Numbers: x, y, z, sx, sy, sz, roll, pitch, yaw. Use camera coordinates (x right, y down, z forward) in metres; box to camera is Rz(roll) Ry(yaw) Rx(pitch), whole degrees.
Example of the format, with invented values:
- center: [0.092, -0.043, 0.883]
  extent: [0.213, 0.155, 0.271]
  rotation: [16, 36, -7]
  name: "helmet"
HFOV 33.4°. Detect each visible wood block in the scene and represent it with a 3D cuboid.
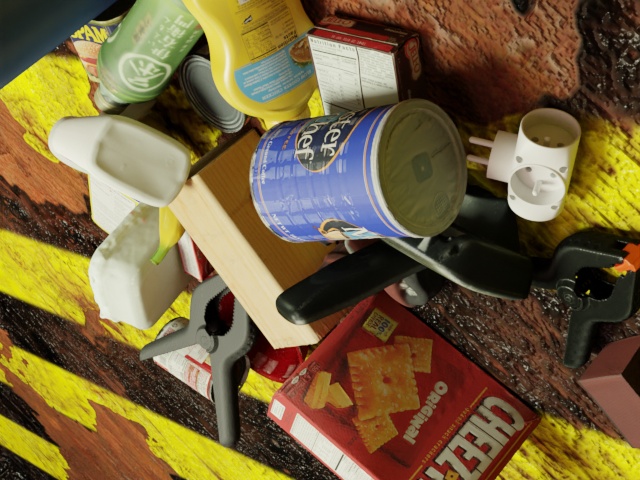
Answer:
- center: [-0.057, 0.001, 1.092]
  extent: [0.206, 0.090, 0.090]
  rotation: [55, 148, -13]
  name: "wood block"

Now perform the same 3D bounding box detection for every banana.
- center: [-0.173, -0.073, 1.142]
  extent: [0.037, 0.070, 0.198]
  rotation: [51, -161, -59]
  name: "banana"

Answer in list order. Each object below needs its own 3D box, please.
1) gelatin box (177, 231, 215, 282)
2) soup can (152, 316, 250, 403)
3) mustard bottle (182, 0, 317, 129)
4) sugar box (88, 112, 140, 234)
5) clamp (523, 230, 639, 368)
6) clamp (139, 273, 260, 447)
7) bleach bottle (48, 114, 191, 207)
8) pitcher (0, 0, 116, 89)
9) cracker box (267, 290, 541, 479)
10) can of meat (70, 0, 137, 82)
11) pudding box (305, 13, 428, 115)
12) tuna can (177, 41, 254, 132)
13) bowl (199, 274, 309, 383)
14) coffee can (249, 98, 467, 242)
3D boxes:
- center: [-0.123, -0.009, 1.179]
  extent: [0.030, 0.073, 0.089]
  rotation: [27, 144, 29]
  name: "gelatin box"
- center: [-0.144, 0.142, 1.276]
  extent: [0.102, 0.068, 0.068]
  rotation: [28, 145, 30]
  name: "soup can"
- center: [-0.048, -0.161, 0.884]
  extent: [0.058, 0.096, 0.191]
  rotation: [35, 152, 50]
  name: "mustard bottle"
- center: [-0.234, -0.065, 1.282]
  extent: [0.093, 0.048, 0.176]
  rotation: [36, 144, 17]
  name: "sugar box"
- center: [0.201, 0.032, 0.860]
  extent: [0.120, 0.039, 0.172]
  rotation: [40, 149, 7]
  name: "clamp"
- center: [-0.112, 0.117, 1.183]
  extent: [0.165, 0.036, 0.210]
  rotation: [47, 124, 20]
  name: "clamp"
- center: [-0.220, -0.090, 1.106]
  extent: [0.102, 0.068, 0.251]
  rotation: [27, 176, -25]
  name: "bleach bottle"
- center: [-0.287, -0.221, 0.968]
  extent: [0.149, 0.242, 0.145]
  rotation: [38, 149, 14]
  name: "pitcher"
- center: [0.081, 0.171, 1.048]
  extent: [0.214, 0.164, 0.072]
  rotation: [39, 151, 14]
  name: "cracker box"
- center: [-0.208, -0.204, 1.074]
  extent: [0.102, 0.057, 0.084]
  rotation: [19, 142, 38]
  name: "can of meat"
- center: [0.042, -0.123, 0.874]
  extent: [0.090, 0.039, 0.113]
  rotation: [22, 140, 35]
  name: "pudding box"
- center: [-0.094, -0.147, 1.019]
  extent: [0.086, 0.033, 0.086]
  rotation: [32, 147, 24]
  name: "tuna can"
- center: [-0.066, 0.089, 1.240]
  extent: [0.162, 0.055, 0.162]
  rotation: [32, 147, 24]
  name: "bowl"
- center: [0.028, -0.051, 0.834]
  extent: [0.141, 0.102, 0.103]
  rotation: [-2, 125, 46]
  name: "coffee can"
